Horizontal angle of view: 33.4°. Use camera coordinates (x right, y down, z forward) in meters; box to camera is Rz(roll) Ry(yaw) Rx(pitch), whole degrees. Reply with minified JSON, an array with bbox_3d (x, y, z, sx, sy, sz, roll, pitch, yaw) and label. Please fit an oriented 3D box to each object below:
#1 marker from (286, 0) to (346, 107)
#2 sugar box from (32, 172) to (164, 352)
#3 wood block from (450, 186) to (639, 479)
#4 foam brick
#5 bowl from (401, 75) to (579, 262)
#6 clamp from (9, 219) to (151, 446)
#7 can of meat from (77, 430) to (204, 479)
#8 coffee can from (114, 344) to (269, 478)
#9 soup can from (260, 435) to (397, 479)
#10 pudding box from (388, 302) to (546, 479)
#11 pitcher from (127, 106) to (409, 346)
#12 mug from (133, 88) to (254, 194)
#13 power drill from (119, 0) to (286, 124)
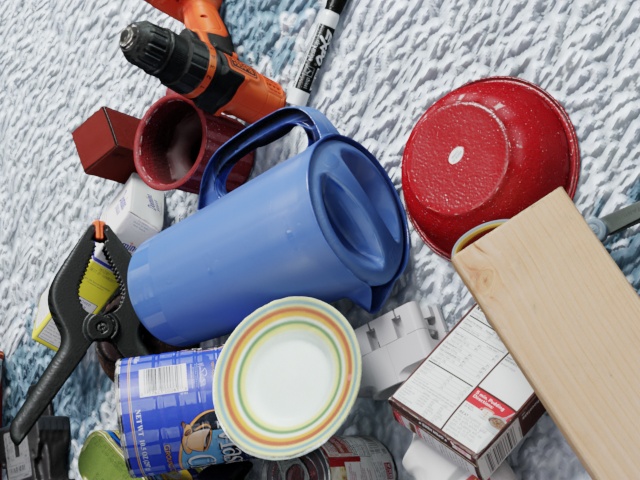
[{"bbox_3d":[-0.001,-0.182,0.992,0.020,0.020,0.121,27,98,36],"label":"marker"},{"bbox_3d":[-0.223,0.024,1.079,0.176,0.048,0.093,-47,24,18],"label":"sugar box"},{"bbox_3d":[0.184,0.080,0.727,0.091,0.090,0.206,-33,75,4],"label":"wood block"},{"bbox_3d":[-0.203,-0.094,1.088,0.053,0.078,0.051,-36,62,24],"label":"foam brick"},{"bbox_3d":[0.122,-0.061,0.858,0.162,0.055,0.162,-8,77,35],"label":"bowl"},{"bbox_3d":[-0.211,0.088,0.978,0.036,0.164,0.210,146,115,-71],"label":"clamp"},{"bbox_3d":[-0.167,0.220,1.001,0.102,0.083,0.057,37,104,34],"label":"can of meat"},{"bbox_3d":[-0.097,0.142,0.914,0.140,0.103,0.103,-8,74,-4],"label":"coffee can"},{"bbox_3d":[0.009,0.192,0.866,0.069,0.102,0.068,-7,78,35],"label":"soup can"},{"bbox_3d":[0.121,0.111,0.808,0.090,0.039,0.113,31,64,37],"label":"pudding box"},{"bbox_3d":[-0.056,0.001,0.935,0.243,0.145,0.149,-23,38,34],"label":"pitcher"},{"bbox_3d":[-0.120,-0.097,1.025,0.093,0.081,0.117,-27,67,30],"label":"mug"},{"bbox_3d":[-0.129,-0.196,0.998,0.057,0.184,0.188,-42,50,22],"label":"power drill"}]
